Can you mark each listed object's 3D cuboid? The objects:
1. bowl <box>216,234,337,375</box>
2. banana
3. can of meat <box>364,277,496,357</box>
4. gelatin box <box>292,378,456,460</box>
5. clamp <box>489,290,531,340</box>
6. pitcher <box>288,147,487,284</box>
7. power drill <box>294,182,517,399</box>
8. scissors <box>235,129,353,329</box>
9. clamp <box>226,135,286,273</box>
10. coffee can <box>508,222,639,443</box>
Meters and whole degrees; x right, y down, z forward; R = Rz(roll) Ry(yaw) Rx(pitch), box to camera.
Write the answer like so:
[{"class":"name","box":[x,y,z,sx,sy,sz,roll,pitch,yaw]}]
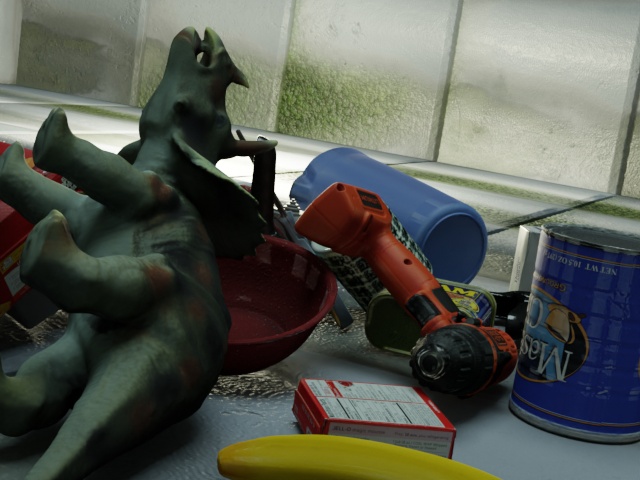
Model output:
[{"class":"bowl","box":[-0.069,0.054,0.808,0.162,0.055,0.162,3,29,-2]},{"class":"banana","box":[0.042,0.134,0.570,0.198,0.037,0.069,13,10,26]},{"class":"can of meat","box":[0.096,0.069,0.934,0.102,0.057,0.083,12,12,17]},{"class":"gelatin box","box":[0.033,0.117,0.684,0.089,0.030,0.073,6,11,-15]},{"class":"clamp","box":[0.205,0.072,1.057,0.209,0.036,0.165,6,8,-28]},{"class":"pitcher","box":[0.088,-0.019,1.246,0.149,0.145,0.243,-33,31,-19]},{"class":"power drill","box":[0.064,0.041,0.809,0.188,0.057,0.184,50,12,18]},{"class":"scissors","box":[-0.026,-0.006,0.992,0.016,0.202,0.096,-29,-8,-7]},{"class":"clamp","box":[-0.056,0.001,0.887,0.120,0.171,0.039,-33,7,18]},{"class":"coffee can","box":[0.203,0.066,0.792,0.103,0.140,0.103,8,10,-2]}]
